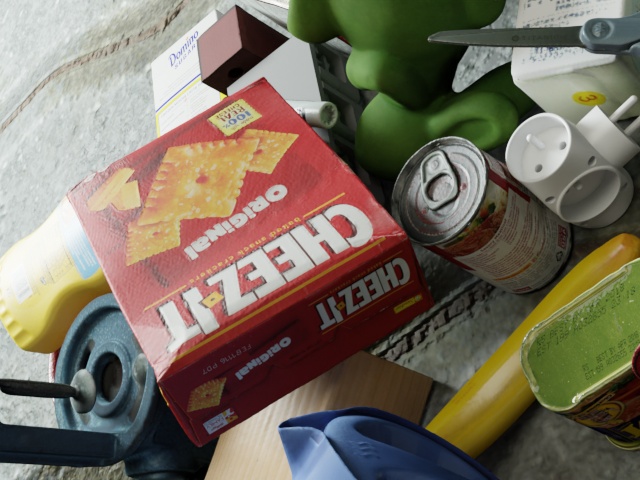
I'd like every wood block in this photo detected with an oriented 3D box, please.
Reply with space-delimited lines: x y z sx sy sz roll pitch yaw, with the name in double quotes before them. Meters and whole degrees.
"wood block" -0.015 0.167 0.690 0.091 0.090 0.206 11 80 47

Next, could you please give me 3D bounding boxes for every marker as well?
"marker" -0.035 -0.096 0.793 0.121 0.020 0.020 12 79 47

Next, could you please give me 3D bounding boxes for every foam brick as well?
"foam brick" -0.058 -0.149 0.893 0.053 0.078 0.051 -35 50 31

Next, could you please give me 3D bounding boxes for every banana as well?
"banana" 0.118 0.076 0.623 0.037 0.069 0.198 42 97 8

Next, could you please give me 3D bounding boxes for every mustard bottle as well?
"mustard bottle" -0.190 0.004 0.879 0.192 0.058 0.096 -40 56 23

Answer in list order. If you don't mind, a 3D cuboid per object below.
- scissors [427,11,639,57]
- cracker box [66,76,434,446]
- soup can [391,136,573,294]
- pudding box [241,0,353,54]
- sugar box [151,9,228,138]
"scissors" 0.170 -0.128 0.598 0.202 0.016 0.096 18 69 22
"cracker box" -0.054 0.001 0.676 0.164 0.072 0.214 -31 41 -7
"soup can" 0.101 -0.013 0.653 0.069 0.102 0.068 -21 57 37
"pudding box" -0.012 -0.188 0.857 0.114 0.089 0.039 27 91 48
"sugar box" -0.101 -0.110 0.941 0.093 0.048 0.176 -33 47 30
